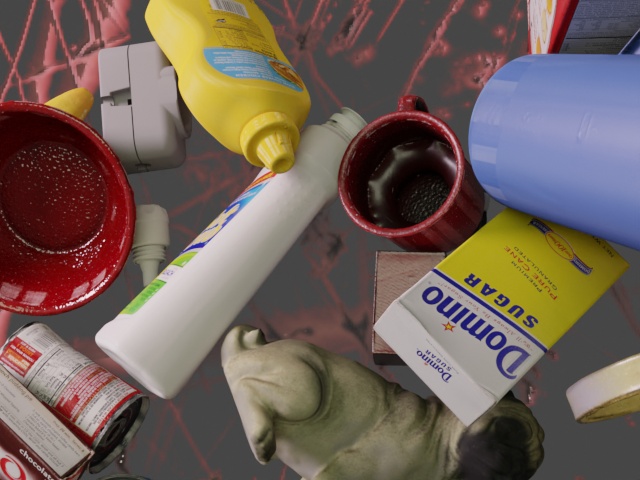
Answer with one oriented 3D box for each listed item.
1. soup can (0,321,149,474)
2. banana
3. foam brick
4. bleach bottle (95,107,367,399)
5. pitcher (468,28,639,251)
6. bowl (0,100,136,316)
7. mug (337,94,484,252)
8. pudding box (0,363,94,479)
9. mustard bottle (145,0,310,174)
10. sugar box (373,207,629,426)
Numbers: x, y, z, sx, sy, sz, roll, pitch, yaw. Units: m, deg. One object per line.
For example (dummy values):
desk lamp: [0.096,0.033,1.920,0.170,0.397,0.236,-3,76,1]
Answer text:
soup can: [-0.185,0.113,0.778,0.102,0.068,0.068,33,81,13]
banana: [-0.275,-0.074,0.850,0.198,0.037,0.069,-10,77,3]
foam brick: [0.065,0.050,0.775,0.051,0.053,0.078,2,77,6]
bleach bottle: [-0.055,0.001,0.787,0.068,0.103,0.250,44,75,-11]
pitcher: [0.207,-0.063,0.642,0.149,0.243,0.145,-36,119,-21]
bowl: [-0.211,-0.027,0.804,0.162,0.055,0.162,2,104,6]
mug: [0.070,-0.048,0.775,0.093,0.081,0.117,-9,71,22]
pudding box: [-0.218,0.142,0.745,0.113,0.090,0.039,39,44,7]
mustard bottle: [-0.059,-0.116,0.778,0.058,0.096,0.192,-57,42,30]
sugar box: [0.128,0.038,0.732,0.093,0.048,0.175,46,52,10]
